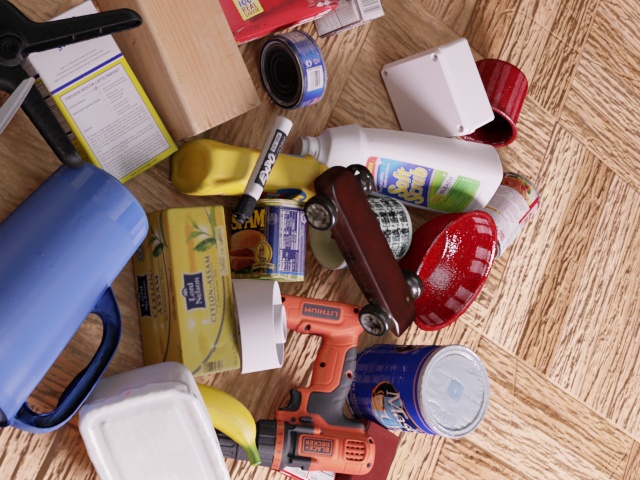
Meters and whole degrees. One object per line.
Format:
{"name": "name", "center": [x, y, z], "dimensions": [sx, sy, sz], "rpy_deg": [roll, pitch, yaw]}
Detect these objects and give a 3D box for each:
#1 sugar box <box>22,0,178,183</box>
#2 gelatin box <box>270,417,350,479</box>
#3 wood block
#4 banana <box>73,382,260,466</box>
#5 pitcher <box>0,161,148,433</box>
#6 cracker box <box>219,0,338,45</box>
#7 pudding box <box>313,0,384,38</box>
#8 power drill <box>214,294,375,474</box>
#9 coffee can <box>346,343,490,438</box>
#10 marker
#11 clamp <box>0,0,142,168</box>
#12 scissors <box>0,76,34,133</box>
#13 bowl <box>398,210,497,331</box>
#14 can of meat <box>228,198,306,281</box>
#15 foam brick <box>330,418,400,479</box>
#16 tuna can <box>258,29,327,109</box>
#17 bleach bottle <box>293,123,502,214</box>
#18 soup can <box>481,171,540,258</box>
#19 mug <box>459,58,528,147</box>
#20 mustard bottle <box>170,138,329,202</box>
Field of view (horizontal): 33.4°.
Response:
{"name": "sugar box", "center": [-0.230, -0.143, 1.081], "dimensions": [0.093, 0.048, 0.176], "rpy_deg": [-37, 103, -31]}
{"name": "gelatin box", "center": [-0.010, 0.230, 1.208], "dimensions": [0.073, 0.030, 0.089], "rpy_deg": [31, 68, -30]}
{"name": "wood block", "center": [-0.155, -0.215, 1.112], "dimensions": [0.090, 0.090, 0.206], "rpy_deg": [-29, 102, -32]}
{"name": "banana", "center": [-0.147, 0.175, 1.088], "dimensions": [0.197, 0.037, 0.069], "rpy_deg": [15, 62, -13]}
{"name": "pitcher", "center": [-0.261, 0.049, 0.991], "dimensions": [0.242, 0.145, 0.149], "rpy_deg": [-54, 141, -29]}
{"name": "cracker box", "center": [-0.089, -0.331, 1.179], "dimensions": [0.163, 0.072, 0.214], "rpy_deg": [-26, 100, -34]}
{"name": "pudding box", "center": [0.018, -0.300, 1.239], "dimensions": [0.039, 0.090, 0.113], "rpy_deg": [-23, 99, -33]}
{"name": "power drill", "center": [-0.026, 0.157, 1.167], "dimensions": [0.184, 0.057, 0.187], "rpy_deg": [8, 74, -8]}
{"name": "coffee can", "center": [0.110, 0.170, 1.228], "dimensions": [0.102, 0.141, 0.103], "rpy_deg": [4, 84, -35]}
{"name": "marker", "center": [-0.060, -0.072, 1.087], "dimensions": [0.020, 0.020, 0.121], "rpy_deg": [33, 70, -28]}
{"name": "clamp", "center": [-0.287, -0.164, 0.998], "dimensions": [0.210, 0.036, 0.164], "rpy_deg": [14, 77, -7]}
{"name": "scissors", "center": [-0.341, -0.073, 0.968], "dimensions": [0.096, 0.016, 0.202], "rpy_deg": [21, 99, -19]}
{"name": "bowl", "center": [0.144, 0.027, 1.294], "dimensions": [0.161, 0.055, 0.162], "rpy_deg": [-28, 134, -35]}
{"name": "can of meat", "center": [-0.058, 0.001, 1.153], "dimensions": [0.057, 0.102, 0.084], "rpy_deg": [5, 85, -35]}
{"name": "foam brick", "center": [0.047, 0.251, 1.232], "dimensions": [0.051, 0.053, 0.078], "rpy_deg": [31, 70, -29]}
{"name": "tuna can", "center": [-0.032, -0.191, 1.197], "dimensions": [0.033, 0.086, 0.086], "rpy_deg": [-22, 98, -33]}
{"name": "bleach bottle", "center": [0.086, -0.085, 1.269], "dimensions": [0.250, 0.103, 0.068], "rpy_deg": [7, 50, -22]}
{"name": "soup can", "center": [0.229, -0.031, 1.374], "dimensions": [0.102, 0.069, 0.068], "rpy_deg": [-47, 112, -28]}
{"name": "mug", "center": [0.221, -0.172, 1.378], "dimensions": [0.081, 0.093, 0.117], "rpy_deg": [-67, 151, -25]}
{"name": "mustard bottle", "center": [-0.059, -0.071, 1.160], "dimensions": [0.191, 0.096, 0.058], "rpy_deg": [4, 83, -35]}
